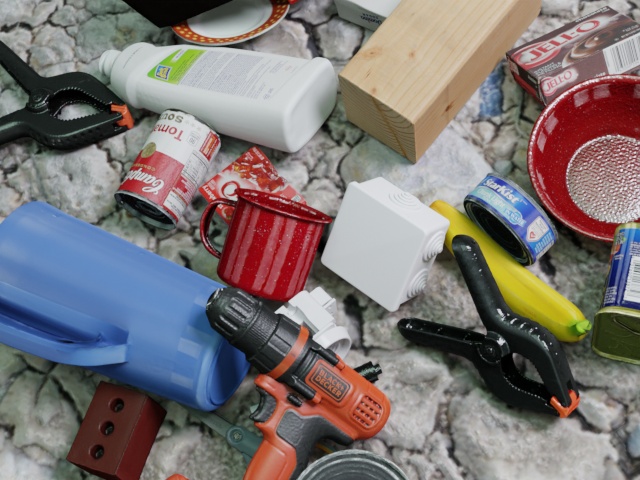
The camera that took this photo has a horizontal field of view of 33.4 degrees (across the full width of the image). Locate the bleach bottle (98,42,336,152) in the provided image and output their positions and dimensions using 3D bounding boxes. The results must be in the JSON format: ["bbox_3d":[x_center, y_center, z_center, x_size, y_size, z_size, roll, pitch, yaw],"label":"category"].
[{"bbox_3d":[-0.116,-0.162,1.092,0.251,0.068,0.102,17,51,26],"label":"bleach bottle"}]

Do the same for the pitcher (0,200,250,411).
[{"bbox_3d":[-0.187,0.067,0.961,0.243,0.145,0.149,20,68,18],"label":"pitcher"}]

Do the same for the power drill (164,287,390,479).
[{"bbox_3d":[-0.057,0.154,0.872,0.184,0.057,0.187,38,81,-12],"label":"power drill"}]

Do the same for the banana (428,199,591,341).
[{"bbox_3d":[0.168,0.032,0.930,0.037,0.069,0.198,-36,50,-16],"label":"banana"}]

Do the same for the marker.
[{"bbox_3d":[-0.003,0.134,0.942,0.121,0.020,0.020,-20,62,-5],"label":"marker"}]

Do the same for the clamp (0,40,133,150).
[{"bbox_3d":[-0.304,-0.134,1.137,0.210,0.036,0.164,14,64,16],"label":"clamp"}]

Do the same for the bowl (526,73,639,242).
[{"bbox_3d":[0.266,-0.065,0.955,0.162,0.055,0.162,-4,70,9],"label":"bowl"}]

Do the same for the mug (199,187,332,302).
[{"bbox_3d":[-0.056,0.001,0.968,0.117,0.093,0.081,20,99,11],"label":"mug"}]

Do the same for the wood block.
[{"bbox_3d":[0.119,-0.190,1.030,0.090,0.091,0.206,36,77,18],"label":"wood block"}]

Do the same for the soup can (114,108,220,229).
[{"bbox_3d":[-0.150,-0.071,1.055,0.069,0.068,0.102,20,71,21],"label":"soup can"}]

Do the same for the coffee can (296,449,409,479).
[{"bbox_3d":[0.036,0.229,0.828,0.103,0.140,0.103,-5,64,11],"label":"coffee can"}]

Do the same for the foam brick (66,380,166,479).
[{"bbox_3d":[-0.182,0.175,0.956,0.053,0.051,0.078,13,69,19],"label":"foam brick"}]

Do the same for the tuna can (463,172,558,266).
[{"bbox_3d":[0.167,-0.018,0.944,0.033,0.086,0.086,-44,63,-7],"label":"tuna can"}]

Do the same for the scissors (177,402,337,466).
[{"bbox_3d":[-0.073,0.194,0.941,0.202,0.016,0.096,14,69,19],"label":"scissors"}]

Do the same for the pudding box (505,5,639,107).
[{"bbox_3d":[0.242,-0.173,1.004,0.113,0.039,0.090,-23,28,0],"label":"pudding box"}]

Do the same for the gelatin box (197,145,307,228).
[{"bbox_3d":[-0.064,-0.039,1.041,0.073,0.030,0.089,-38,62,-6],"label":"gelatin box"}]

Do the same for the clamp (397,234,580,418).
[{"bbox_3d":[0.150,0.076,0.900,0.172,0.120,0.039,33,41,21],"label":"clamp"}]
